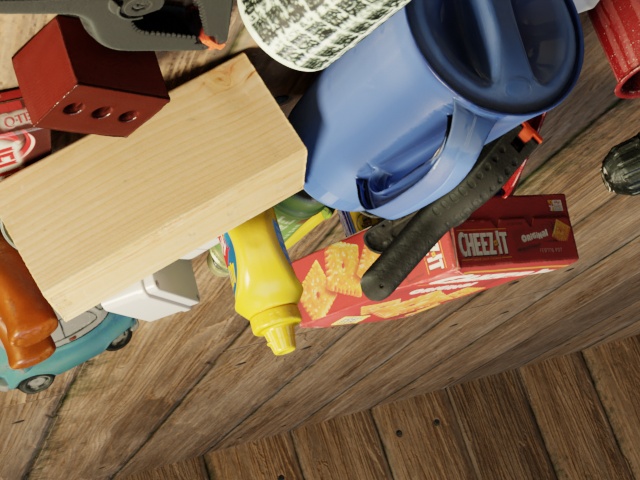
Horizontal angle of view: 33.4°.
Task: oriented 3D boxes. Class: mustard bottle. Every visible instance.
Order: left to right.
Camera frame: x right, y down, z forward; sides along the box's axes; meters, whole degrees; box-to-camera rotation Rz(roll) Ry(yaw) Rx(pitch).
[{"bbox_3d":[-0.056,0.001,0.873,0.058,0.192,0.096,-16,164,-9],"label":"mustard bottle"}]

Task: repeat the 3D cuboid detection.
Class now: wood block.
[{"bbox_3d":[-0.122,-0.037,0.778,0.206,0.091,0.090,-30,167,-10],"label":"wood block"}]

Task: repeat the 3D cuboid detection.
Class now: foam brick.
[{"bbox_3d":[-0.146,-0.103,0.683,0.053,0.051,0.078,-31,160,36],"label":"foam brick"}]

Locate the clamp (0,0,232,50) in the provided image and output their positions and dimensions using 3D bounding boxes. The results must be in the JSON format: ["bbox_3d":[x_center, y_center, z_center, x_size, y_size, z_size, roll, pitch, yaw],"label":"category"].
[{"bbox_3d":[-0.101,-0.152,0.597,0.165,0.036,0.209,-26,165,24],"label":"clamp"}]

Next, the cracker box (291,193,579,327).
[{"bbox_3d":[0.099,0.021,0.973,0.163,0.072,0.214,-4,167,-40],"label":"cracker box"}]

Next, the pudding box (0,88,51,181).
[{"bbox_3d":[-0.236,-0.059,0.748,0.090,0.039,0.114,-15,164,-18],"label":"pudding box"}]

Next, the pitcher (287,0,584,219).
[{"bbox_3d":[0.062,-0.097,0.762,0.149,0.145,0.243,-28,176,-29],"label":"pitcher"}]

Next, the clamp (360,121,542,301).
[{"bbox_3d":[0.091,-0.030,0.809,0.171,0.039,0.120,-42,-163,6],"label":"clamp"}]
